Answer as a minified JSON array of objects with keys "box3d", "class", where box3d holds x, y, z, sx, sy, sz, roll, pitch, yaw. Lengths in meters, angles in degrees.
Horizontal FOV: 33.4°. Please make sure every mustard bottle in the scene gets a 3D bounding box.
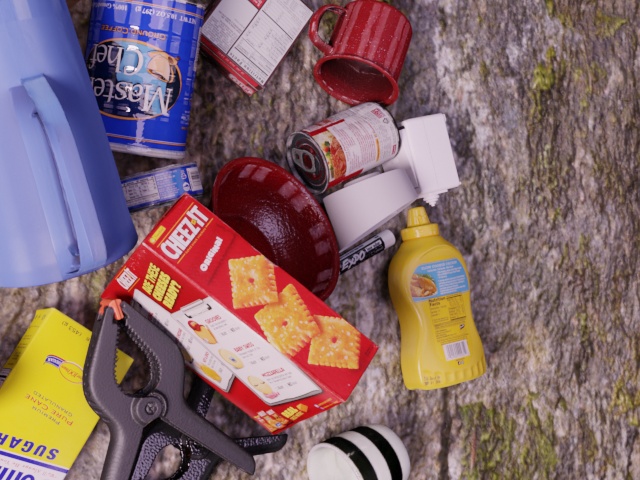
[{"box3d":[0.119,0.059,1.146,0.096,0.058,0.191,-9,88,-32],"class":"mustard bottle"}]

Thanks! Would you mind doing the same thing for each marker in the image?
[{"box3d":[0.029,0.022,1.122,0.120,0.020,0.020,-29,98,-30],"class":"marker"}]

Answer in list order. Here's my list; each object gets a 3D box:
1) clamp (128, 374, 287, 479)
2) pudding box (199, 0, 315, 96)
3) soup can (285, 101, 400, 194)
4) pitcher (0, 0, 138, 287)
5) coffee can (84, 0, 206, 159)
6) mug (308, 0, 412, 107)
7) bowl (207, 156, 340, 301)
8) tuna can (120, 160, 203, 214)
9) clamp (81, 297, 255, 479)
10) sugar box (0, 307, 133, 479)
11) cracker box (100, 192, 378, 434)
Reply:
[{"box3d":[-0.122,0.179,1.006,0.171,0.039,0.120,-27,86,-33],"class":"clamp"},{"box3d":[-0.070,-0.218,1.086,0.090,0.039,0.113,40,68,-20],"class":"pudding box"},{"box3d":[0.024,-0.097,1.107,0.102,0.069,0.068,-26,97,-30],"class":"soup can"},{"box3d":[-0.233,-0.090,0.858,0.144,0.149,0.243,-56,139,-62],"class":"pitcher"},{"box3d":[-0.164,-0.150,0.965,0.102,0.103,0.140,6,97,-29],"class":"coffee can"},{"box3d":[0.039,-0.203,1.118,0.117,0.093,0.081,29,66,-22],"class":"mug"},{"box3d":[-0.057,0.001,1.034,0.161,0.055,0.162,30,43,-33],"class":"bowl"},{"box3d":[-0.152,-0.047,0.988,0.086,0.086,0.034,-16,93,-31],"class":"tuna can"},{"box3d":[-0.162,0.155,0.940,0.164,0.036,0.210,-29,103,-27],"class":"clamp"},{"box3d":[-0.249,0.156,0.930,0.093,0.048,0.176,37,66,-23],"class":"sugar box"},{"box3d":[-0.076,0.071,0.948,0.213,0.164,0.072,40,60,-6],"class":"cracker box"}]
